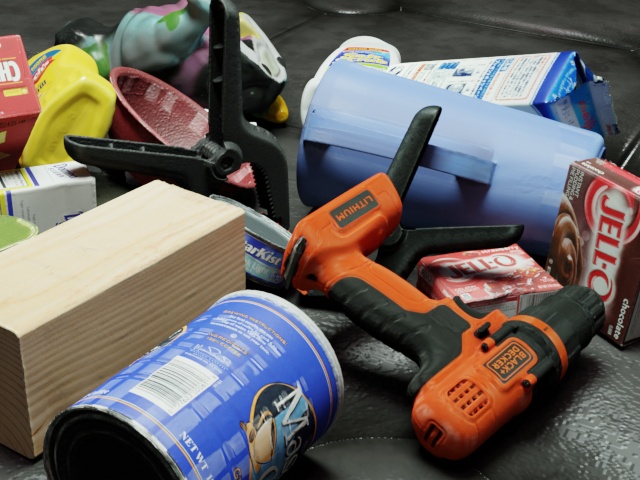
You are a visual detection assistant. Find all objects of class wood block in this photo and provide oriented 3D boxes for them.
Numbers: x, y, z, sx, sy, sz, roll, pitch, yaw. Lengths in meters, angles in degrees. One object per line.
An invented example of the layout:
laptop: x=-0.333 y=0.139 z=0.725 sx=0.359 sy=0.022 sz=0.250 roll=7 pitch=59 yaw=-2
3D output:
wood block: x=-0.147 y=0.042 z=0.708 sx=0.090 sy=0.091 sz=0.205 roll=19 pitch=32 yaw=30

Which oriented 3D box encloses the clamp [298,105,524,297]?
clamp: x=0.062 y=-0.004 z=0.796 sx=0.120 sy=0.171 sz=0.039 roll=49 pitch=10 yaw=15

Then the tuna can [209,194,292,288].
tuna can: x=-0.055 y=0.001 z=0.818 sx=0.086 sy=0.034 sz=0.086 roll=30 pitch=9 yaw=-6

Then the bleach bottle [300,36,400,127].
bleach bottle: x=0.039 y=-0.181 z=1.189 sx=0.102 sy=0.068 sz=0.250 roll=4 pitch=25 yaw=2

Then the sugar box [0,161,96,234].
sugar box: x=-0.252 y=0.001 z=0.777 sx=0.176 sy=0.093 sz=0.048 roll=-11 pitch=31 yaw=-27

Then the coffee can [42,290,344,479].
coffee can: x=-0.066 y=0.102 z=0.588 sx=0.103 sy=0.103 sz=0.140 roll=18 pitch=31 yaw=27

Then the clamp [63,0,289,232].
clamp: x=-0.078 y=-0.076 z=0.839 sx=0.164 sy=0.209 sz=0.036 roll=-49 pitch=43 yaw=-2

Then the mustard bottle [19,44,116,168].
mustard bottle: x=-0.230 y=-0.121 z=0.927 sx=0.058 sy=0.096 sz=0.192 roll=30 pitch=9 yaw=-29

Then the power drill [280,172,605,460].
power drill: x=0.081 y=0.037 z=0.714 sx=0.188 sy=0.057 sz=0.184 roll=41 pitch=47 yaw=21

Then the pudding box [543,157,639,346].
pudding box: x=0.214 y=0.007 z=0.785 sx=0.039 sy=0.113 sz=0.090 roll=-10 pitch=30 yaw=-29

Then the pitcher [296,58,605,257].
pitcher: x=0.106 y=-0.064 z=0.896 sx=0.243 sy=0.145 sz=0.149 roll=16 pitch=48 yaw=17

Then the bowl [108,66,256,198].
bowl: x=-0.131 y=-0.081 z=0.940 sx=0.162 sy=0.055 sz=0.162 roll=36 pitch=17 yaw=-13

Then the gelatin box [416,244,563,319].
gelatin box: x=0.127 y=0.035 z=0.813 sx=0.089 sy=0.030 sz=0.073 roll=-7 pitch=29 yaw=-19
